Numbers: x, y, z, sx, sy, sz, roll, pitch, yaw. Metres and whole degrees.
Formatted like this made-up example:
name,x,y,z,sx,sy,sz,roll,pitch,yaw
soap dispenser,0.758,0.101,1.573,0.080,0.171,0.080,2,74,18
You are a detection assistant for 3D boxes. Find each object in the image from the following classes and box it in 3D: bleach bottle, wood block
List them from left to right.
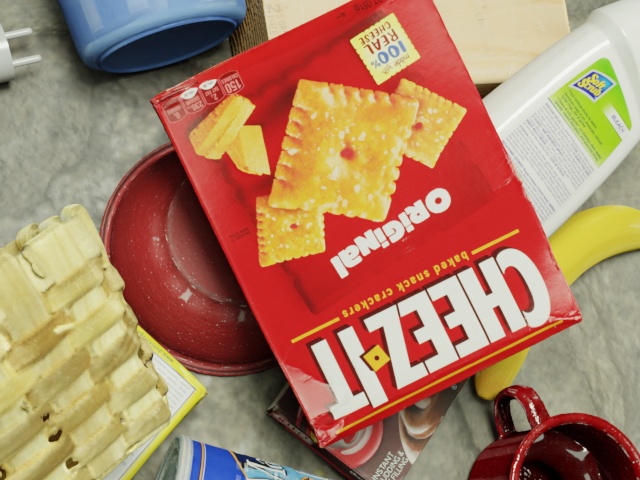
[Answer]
name,x,y,z,sx,sy,sz,roll,pitch,yaw
wood block,0.052,-0.130,0.710,0.205,0.091,0.090,-6,80,-18
bleach bottle,0.149,-0.062,0.671,0.251,0.068,0.102,-39,113,3

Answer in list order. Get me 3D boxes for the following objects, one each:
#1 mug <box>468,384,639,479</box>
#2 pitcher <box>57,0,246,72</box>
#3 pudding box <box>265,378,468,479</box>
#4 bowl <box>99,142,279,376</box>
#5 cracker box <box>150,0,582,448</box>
name,x,y,z,sx,sy,sz,roll,pitch,yaw
mug,0.138,0.147,0.665,0.093,0.082,0.117,-21,82,-20
pitcher,-0.137,-0.233,0.653,0.149,0.145,0.243,-18,88,-16
pudding box,0.034,0.091,0.673,0.090,0.039,0.113,38,69,-3
bowl,-0.054,0.001,0.664,0.162,0.055,0.162,4,75,-15
cracker box,0.024,-0.017,0.597,0.164,0.072,0.214,-26,92,-2
